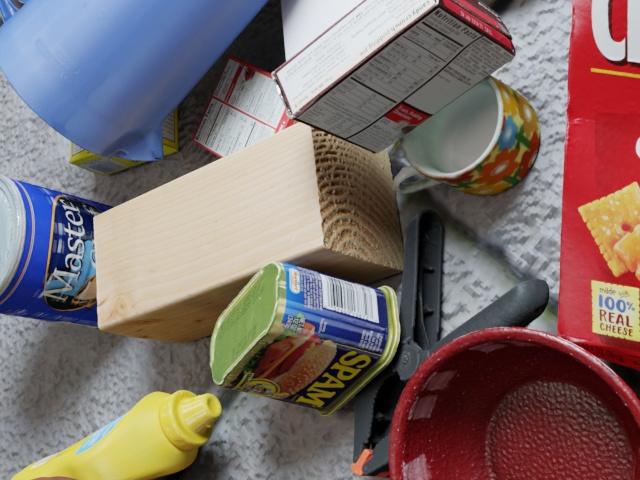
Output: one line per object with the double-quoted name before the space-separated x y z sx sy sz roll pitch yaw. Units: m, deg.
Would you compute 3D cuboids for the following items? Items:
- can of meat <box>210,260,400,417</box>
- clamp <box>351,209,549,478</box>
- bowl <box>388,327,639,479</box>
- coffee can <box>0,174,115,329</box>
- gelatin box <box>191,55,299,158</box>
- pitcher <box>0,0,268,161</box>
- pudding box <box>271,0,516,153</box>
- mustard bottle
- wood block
"can of meat" -0.012 0.062 0.673 0.102 0.083 0.057 -49 34 43
"clamp" 0.072 0.074 0.650 0.120 0.039 0.171 26 100 58
"bowl" 0.118 0.124 0.580 0.162 0.055 0.162 3 96 35
"coffee can" -0.208 0.012 0.828 0.103 0.140 0.103 -10 73 37
"gelatin box" -0.047 -0.089 0.795 0.089 0.030 0.073 31 101 39
"pitcher" -0.112 -0.189 0.748 0.243 0.149 0.145 -43 41 19
"pudding box" 0.043 -0.102 0.616 0.114 0.089 0.039 -36 59 27
"mustard bottle" -0.145 0.157 0.773 0.192 0.096 0.058 -32 85 28
"wood block" -0.054 0.001 0.740 0.206 0.090 0.091 -21 67 34
